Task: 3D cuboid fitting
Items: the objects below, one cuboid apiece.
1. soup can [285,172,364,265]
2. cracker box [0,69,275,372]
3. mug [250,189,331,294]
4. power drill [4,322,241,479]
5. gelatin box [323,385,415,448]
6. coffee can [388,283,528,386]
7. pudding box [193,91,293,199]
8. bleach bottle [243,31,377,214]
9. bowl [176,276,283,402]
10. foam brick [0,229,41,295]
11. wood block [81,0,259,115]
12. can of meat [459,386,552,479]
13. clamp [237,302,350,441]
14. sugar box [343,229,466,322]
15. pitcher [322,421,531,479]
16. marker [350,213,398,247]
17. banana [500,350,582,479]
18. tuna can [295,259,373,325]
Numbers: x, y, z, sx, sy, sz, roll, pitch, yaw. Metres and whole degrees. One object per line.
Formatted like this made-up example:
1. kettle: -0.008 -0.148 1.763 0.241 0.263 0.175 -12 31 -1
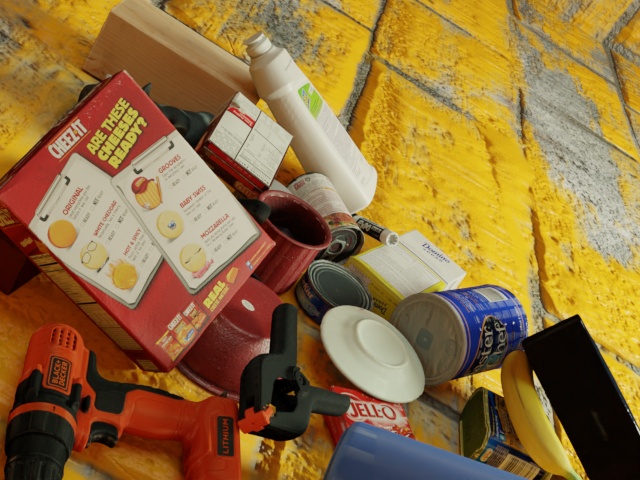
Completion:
1. soup can: 0.001 -0.025 1.280 0.068 0.069 0.102 9 37 -39
2. cracker box: -0.166 -0.014 0.942 0.213 0.072 0.164 49 61 -20
3. mug: -0.058 0.001 1.163 0.117 0.082 0.093 19 33 -28
4. power drill: -0.156 0.159 0.848 0.187 0.057 0.184 24 34 -22
5. gelatin box: 0.049 0.185 1.056 0.089 0.030 0.073 17 33 -31
6. coffee can: 0.158 0.105 1.215 0.140 0.103 0.103 -4 47 -49
7. pudding box: -0.086 -0.107 1.209 0.090 0.039 0.113 39 40 -14
8. bleach bottle: -0.017 -0.151 1.336 0.250 0.068 0.102 57 22 -24
9. bowl: -0.081 0.082 1.046 0.162 0.055 0.162 26 30 -16
10. foam brick: -0.272 0.003 0.964 0.053 0.051 0.078 38 29 3
11. wood block: -0.178 -0.209 1.340 0.206 0.091 0.090 32 28 -7
12. can of meat: 0.198 0.214 1.144 0.084 0.058 0.102 27 29 -10
13. clamp: -0.033 0.121 0.958 0.120 0.039 0.171 57 21 7
14. sugar box: 0.102 0.044 1.307 0.093 0.048 0.175 42 26 17
15. pitcher: 0.115 0.254 0.893 0.243 0.145 0.149 20 41 10
16. marker: 0.060 -0.016 1.331 0.020 0.020 0.121 17 7 -30
17. banana: 0.222 0.178 1.131 0.069 0.037 0.198 45 20 -35
18. tuna can: 0.015 0.063 1.197 0.086 0.034 0.086 26 30 -17
